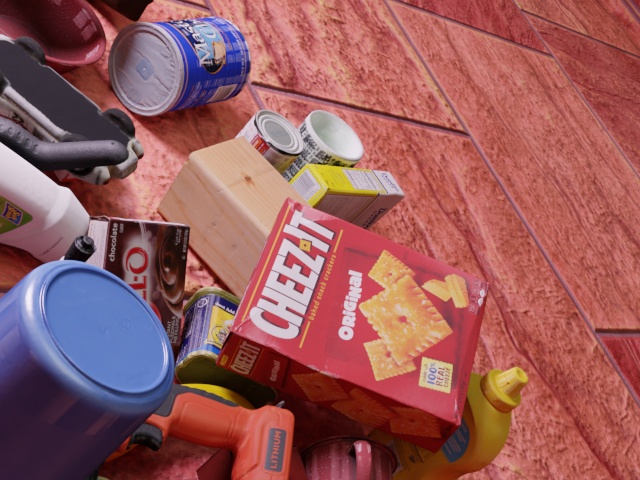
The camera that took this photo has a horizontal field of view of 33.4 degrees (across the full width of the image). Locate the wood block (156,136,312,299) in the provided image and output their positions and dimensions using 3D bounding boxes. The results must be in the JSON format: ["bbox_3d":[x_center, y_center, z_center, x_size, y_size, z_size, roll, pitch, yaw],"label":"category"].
[{"bbox_3d":[-0.057,0.001,1.098,0.206,0.090,0.090,47,36,13],"label":"wood block"}]

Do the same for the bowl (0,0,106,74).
[{"bbox_3d":[-0.310,-0.226,1.128,0.162,0.055,0.162,29,34,-23],"label":"bowl"}]

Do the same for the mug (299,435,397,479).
[{"bbox_3d":[0.027,0.224,0.935,0.093,0.117,0.081,9,46,-10],"label":"mug"}]

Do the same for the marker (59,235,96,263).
[{"bbox_3d":[-0.216,0.037,0.863,0.020,0.121,0.020,29,35,-23],"label":"marker"}]

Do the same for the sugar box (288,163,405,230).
[{"bbox_3d":[0.015,-0.042,1.235,0.048,0.093,0.175,56,27,18],"label":"sugar box"}]

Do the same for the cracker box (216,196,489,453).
[{"bbox_3d":[0.036,0.073,0.967,0.213,0.072,0.164,23,52,-3],"label":"cracker box"}]

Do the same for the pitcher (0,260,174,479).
[{"bbox_3d":[-0.209,0.112,0.664,0.149,0.243,0.145,36,29,-25],"label":"pitcher"}]

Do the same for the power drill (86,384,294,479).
[{"bbox_3d":[-0.115,0.156,0.816,0.187,0.057,0.184,27,37,-15],"label":"power drill"}]

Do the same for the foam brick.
[{"bbox_3d":[-0.056,0.208,0.913,0.078,0.053,0.051,13,43,-41],"label":"foam brick"}]

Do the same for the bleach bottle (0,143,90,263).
[{"bbox_3d":[-0.297,-0.046,0.910,0.250,0.103,0.068,36,44,-29],"label":"bleach bottle"}]

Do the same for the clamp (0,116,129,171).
[{"bbox_3d":[-0.257,-0.071,0.953,0.171,0.120,0.039,27,30,-20],"label":"clamp"}]

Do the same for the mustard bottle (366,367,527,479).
[{"bbox_3d":[0.125,0.180,1.019,0.058,0.192,0.096,17,41,-37],"label":"mustard bottle"}]

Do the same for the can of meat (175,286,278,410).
[{"bbox_3d":[-0.083,0.105,0.999,0.102,0.058,0.084,30,37,-21],"label":"can of meat"}]

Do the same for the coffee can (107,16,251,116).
[{"bbox_3d":[-0.160,-0.203,1.228,0.103,0.103,0.140,50,32,10],"label":"coffee can"}]

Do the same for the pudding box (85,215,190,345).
[{"bbox_3d":[-0.165,0.037,0.946,0.089,0.039,0.113,5,89,-47],"label":"pudding box"}]

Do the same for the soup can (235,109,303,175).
[{"bbox_3d":[-0.074,-0.088,1.192,0.068,0.102,0.068,29,35,-23],"label":"soup can"}]
